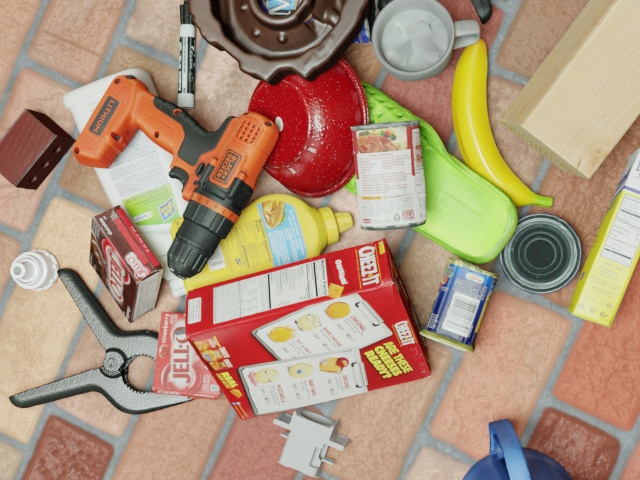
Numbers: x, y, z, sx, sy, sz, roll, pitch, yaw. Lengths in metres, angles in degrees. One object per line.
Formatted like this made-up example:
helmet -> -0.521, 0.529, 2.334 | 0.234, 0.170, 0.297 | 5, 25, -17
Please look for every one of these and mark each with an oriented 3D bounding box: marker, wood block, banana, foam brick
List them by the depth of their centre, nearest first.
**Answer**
wood block -> 0.285, -0.173, 1.066 | 0.090, 0.090, 0.206 | 36, 95, -11
banana -> 0.176, -0.114, 1.128 | 0.069, 0.037, 0.198 | -21, 88, -16
marker -> -0.150, -0.209, 1.195 | 0.020, 0.020, 0.121 | 1, 89, 10
foam brick -> -0.329, -0.102, 1.210 | 0.051, 0.053, 0.078 | 41, 97, 8

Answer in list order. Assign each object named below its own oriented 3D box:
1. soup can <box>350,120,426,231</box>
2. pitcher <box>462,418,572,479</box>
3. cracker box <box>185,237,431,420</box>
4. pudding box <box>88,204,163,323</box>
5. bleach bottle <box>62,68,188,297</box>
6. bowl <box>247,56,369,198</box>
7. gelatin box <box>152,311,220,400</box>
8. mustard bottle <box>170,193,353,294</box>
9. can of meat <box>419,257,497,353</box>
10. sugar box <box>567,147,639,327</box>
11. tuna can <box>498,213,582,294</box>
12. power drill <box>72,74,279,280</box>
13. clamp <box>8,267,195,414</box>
soup can -> 0.068, -0.064, 1.050 | 0.068, 0.068, 0.102 | -4, 98, 10
pitcher -> 0.197, 0.275, 1.010 | 0.149, 0.243, 0.145 | 34, 92, 3
cracker box -> -0.011, 0.094, 1.094 | 0.214, 0.164, 0.072 | -15, 46, 9
pudding box -> -0.211, 0.027, 1.153 | 0.039, 0.114, 0.090 | -29, 73, -23
bleach bottle -> -0.196, -0.057, 1.181 | 0.102, 0.068, 0.251 | -20, 88, 10
bowl -> -0.027, -0.122, 1.115 | 0.162, 0.055, 0.162 | 7, 100, 42
gelatin box -> -0.142, 0.126, 1.163 | 0.073, 0.030, 0.089 | 6, 71, -4
mustard bottle -> -0.058, 0.001, 1.138 | 0.191, 0.058, 0.096 | -15, 85, -11
can of meat -> 0.145, 0.066, 1.096 | 0.057, 0.102, 0.084 | 20, 91, 10
sugar box -> 0.301, -0.002, 1.072 | 0.048, 0.093, 0.176 | 19, 92, 10
tuna can -> 0.229, 0.014, 1.114 | 0.086, 0.033, 0.086 | 0, 89, 10
power drill -> -0.157, -0.074, 1.093 | 0.188, 0.057, 0.184 | 27, 83, 15
clamp -> -0.237, 0.145, 1.194 | 0.210, 0.036, 0.164 | 26, 86, 7
